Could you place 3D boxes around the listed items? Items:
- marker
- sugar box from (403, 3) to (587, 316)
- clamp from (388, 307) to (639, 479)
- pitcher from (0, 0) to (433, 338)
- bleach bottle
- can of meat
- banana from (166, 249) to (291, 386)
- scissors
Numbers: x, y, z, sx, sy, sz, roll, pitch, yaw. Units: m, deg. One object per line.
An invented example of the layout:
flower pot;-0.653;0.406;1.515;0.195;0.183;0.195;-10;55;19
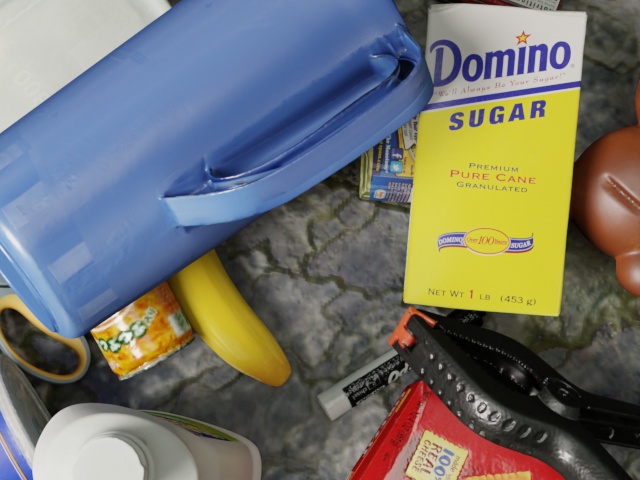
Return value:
marker;0.053;0.074;0.676;0.121;0.020;0.020;-31;81;-8
sugar box;0.102;-0.048;0.630;0.093;0.048;0.176;4;94;6
clamp;0.133;0.107;0.606;0.210;0.164;0.036;29;114;-1
pitcher;-0.066;-0.055;0.573;0.242;0.149;0.145;-38;83;-19
bleach bottle;-0.082;0.119;0.543;0.102;0.251;0.068;16;78;0
can of meat;0.070;-0.072;0.689;0.084;0.057;0.102;4;78;0
banana;-0.073;0.001;0.677;0.069;0.037;0.198;-13;79;-5
scissors;-0.205;0.002;0.660;0.096;0.016;0.201;-44;98;-18
